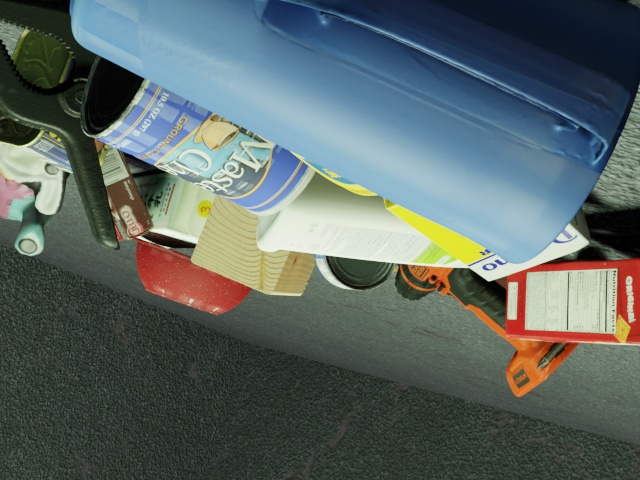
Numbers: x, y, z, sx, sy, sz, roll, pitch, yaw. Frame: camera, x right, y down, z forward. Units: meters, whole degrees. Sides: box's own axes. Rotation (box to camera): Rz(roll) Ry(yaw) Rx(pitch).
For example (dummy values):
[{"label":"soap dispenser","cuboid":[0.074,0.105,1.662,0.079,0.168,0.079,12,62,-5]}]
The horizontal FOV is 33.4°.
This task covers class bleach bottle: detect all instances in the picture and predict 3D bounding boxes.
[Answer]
[{"label":"bleach bottle","cuboid":[0.078,-0.012,0.918,0.250,0.068,0.103,11,157,-15]}]

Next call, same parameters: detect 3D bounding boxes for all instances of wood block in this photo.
[{"label":"wood block","cuboid":[-0.057,0.001,1.122,0.090,0.091,0.206,23,179,8]}]

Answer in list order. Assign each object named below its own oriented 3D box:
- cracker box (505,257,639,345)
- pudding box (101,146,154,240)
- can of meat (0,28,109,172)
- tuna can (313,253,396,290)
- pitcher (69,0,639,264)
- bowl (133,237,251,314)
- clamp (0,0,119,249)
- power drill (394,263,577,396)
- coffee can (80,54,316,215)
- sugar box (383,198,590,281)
[{"label":"cracker box","cuboid":[0.273,0.048,0.845,0.164,0.072,0.214,3,176,-22]},{"label":"pudding box","cuboid":[-0.237,-0.055,1.209,0.039,0.113,0.090,-25,-172,-24]},{"label":"can of meat","cuboid":[-0.207,-0.111,0.859,0.058,0.102,0.083,14,171,28]},{"label":"tuna can","cuboid":[0.037,0.009,1.111,0.086,0.086,0.034,22,171,-22]},{"label":"pitcher","cuboid":[0.016,-0.093,0.484,0.242,0.145,0.149,23,138,-8]},{"label":"bowl","cuboid":[-0.155,0.048,1.266,0.162,0.055,0.162,19,176,1]},{"label":"clamp","cuboid":[-0.167,-0.114,0.792,0.210,0.164,0.036,48,179,-25]},{"label":"power drill","cuboid":[0.155,0.069,1.067,0.188,0.057,0.184,44,162,8]},{"label":"coffee can","cuboid":[-0.077,-0.090,0.733,0.140,0.103,0.103,25,168,-33]},{"label":"sugar box","cuboid":[0.125,-0.025,0.787,0.093,0.048,0.176,-22,148,26]}]
